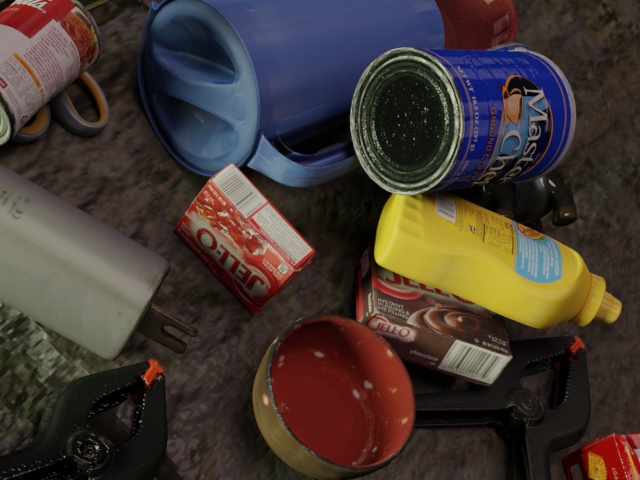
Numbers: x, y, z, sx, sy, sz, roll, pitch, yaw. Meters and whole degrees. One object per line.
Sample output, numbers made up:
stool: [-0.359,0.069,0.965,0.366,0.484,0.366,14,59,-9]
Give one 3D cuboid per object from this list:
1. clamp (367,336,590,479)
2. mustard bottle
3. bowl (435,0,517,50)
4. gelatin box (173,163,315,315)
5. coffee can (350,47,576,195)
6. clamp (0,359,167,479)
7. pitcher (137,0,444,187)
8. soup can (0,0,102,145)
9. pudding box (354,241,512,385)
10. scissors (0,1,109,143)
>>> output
clamp: [0.153,0.142,0.806,0.209,0.036,0.165,-28,68,-41]
mustard bottle: [0.137,0.018,0.802,0.191,0.058,0.096,22,29,-6]
bowl: [0.103,-0.218,0.999,0.162,0.055,0.162,15,55,-22]
gelatin box: [-0.055,0.001,0.756,0.089,0.073,0.030,47,50,3]
coffee can: [0.106,-0.089,0.784,0.140,0.103,0.103,-9,65,-44]
clamp: [-0.138,0.143,0.639,0.120,0.039,0.171,46,49,1]
pitcher: [-0.007,-0.136,0.839,0.242,0.145,0.149,-24,109,-41]
soup can: [-0.206,-0.119,0.728,0.068,0.069,0.102,38,52,-4]
pudding box: [0.082,0.054,0.803,0.113,0.039,0.090,21,33,-13]
scissors: [-0.239,-0.146,0.782,0.202,0.016,0.096,46,49,4]
